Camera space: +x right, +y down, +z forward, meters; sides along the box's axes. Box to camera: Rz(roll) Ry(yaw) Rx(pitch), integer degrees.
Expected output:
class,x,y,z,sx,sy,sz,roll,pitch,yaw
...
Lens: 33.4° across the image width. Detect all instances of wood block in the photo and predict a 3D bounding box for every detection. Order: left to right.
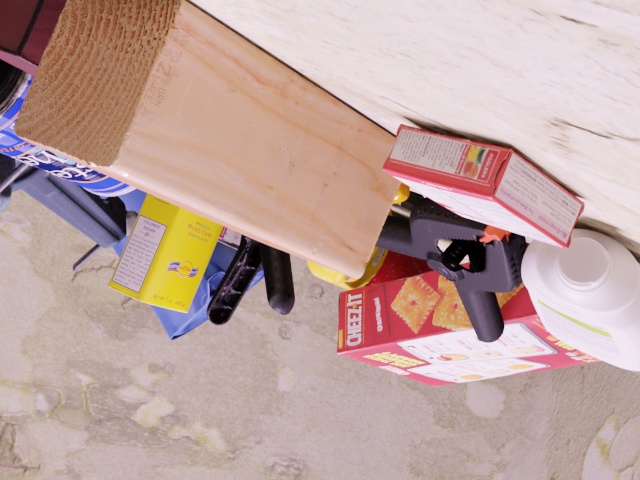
class,x,y,z,sx,sy,sz,roll,pitch,yaw
wood block,-0.051,-0.055,0.596,0.091,0.090,0.205,20,177,40

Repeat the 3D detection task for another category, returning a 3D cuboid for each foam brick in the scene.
class,x,y,z,sx,sy,sz,roll,pitch,yaw
foam brick,-0.153,-0.119,0.596,0.053,0.051,0.078,21,178,24

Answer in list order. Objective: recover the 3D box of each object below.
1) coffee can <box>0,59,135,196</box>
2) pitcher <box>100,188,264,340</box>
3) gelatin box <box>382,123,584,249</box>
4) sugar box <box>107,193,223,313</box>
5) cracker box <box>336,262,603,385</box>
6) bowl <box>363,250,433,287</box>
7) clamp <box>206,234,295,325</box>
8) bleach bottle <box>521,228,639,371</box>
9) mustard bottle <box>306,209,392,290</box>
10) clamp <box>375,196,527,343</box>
class,x,y,z,sx,sy,sz,roll,pitch,yaw
coffee can,-0.179,-0.098,0.722,0.103,0.103,0.140,22,178,34
pitcher,-0.174,-0.021,1.159,0.243,0.149,0.144,54,-147,6
gelatin box,0.089,-0.029,0.570,0.073,0.030,0.089,20,177,43
sugar box,-0.123,-0.026,0.977,0.048,0.176,0.093,25,180,22
cracker box,0.148,0.077,1.005,0.214,0.072,0.164,-14,154,37
bowl,0.093,0.031,1.160,0.162,0.055,0.162,46,-155,-29
clamp,-0.056,0.001,0.986,0.120,0.171,0.039,-19,141,42
bleach bottle,0.196,0.038,0.744,0.103,0.068,0.250,22,176,19
mustard bottle,0.024,-0.007,0.986,0.058,0.096,0.191,23,179,12
clamp,0.107,0.017,0.804,0.164,0.036,0.210,38,162,-8
